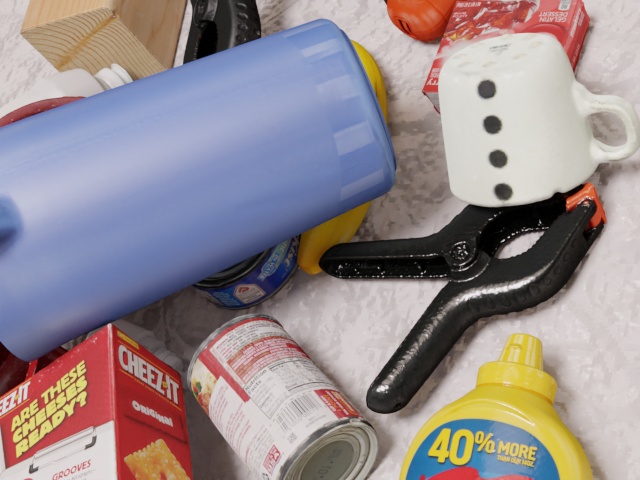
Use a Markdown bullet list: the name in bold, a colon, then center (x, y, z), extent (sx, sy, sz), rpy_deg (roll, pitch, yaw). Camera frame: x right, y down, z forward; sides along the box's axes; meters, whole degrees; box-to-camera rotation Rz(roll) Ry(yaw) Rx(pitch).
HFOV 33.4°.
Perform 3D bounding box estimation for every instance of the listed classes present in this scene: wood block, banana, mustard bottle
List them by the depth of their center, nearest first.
- **mustard bottle**: center (0.082, 0.136, 0.523), extent (0.096, 0.058, 0.191), rpy_deg (1, 62, 33)
- **banana**: center (0.014, -0.070, 0.712), extent (0.070, 0.037, 0.198), rpy_deg (-27, 49, 33)
- **wood block**: center (-0.167, -0.237, 0.893), extent (0.091, 0.090, 0.206), rpy_deg (-8, 58, 27)

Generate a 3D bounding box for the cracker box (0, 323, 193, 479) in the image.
- **cracker box**: center (-0.144, 0.175, 0.562), extent (0.164, 0.072, 0.214), rpy_deg (-33, 41, 17)

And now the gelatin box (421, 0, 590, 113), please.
- **gelatin box**: center (0.118, -0.116, 0.676), extent (0.089, 0.030, 0.073), rpy_deg (8, 66, 36)

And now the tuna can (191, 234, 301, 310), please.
- **tuna can**: center (-0.055, 0.001, 0.710), extent (0.086, 0.033, 0.086), rpy_deg (-16, 55, 23)

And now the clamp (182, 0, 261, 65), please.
- **clamp**: center (-0.068, -0.177, 0.790), extent (0.165, 0.036, 0.210), rpy_deg (-32, 54, 53)

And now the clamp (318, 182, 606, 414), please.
- **clamp**: center (0.083, 0.026, 0.604), extent (0.172, 0.039, 0.120), rpy_deg (-23, 55, 18)

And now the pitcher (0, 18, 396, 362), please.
- **pitcher**: center (-0.085, -0.034, 0.624), extent (0.243, 0.145, 0.149), rpy_deg (-22, 37, -1)

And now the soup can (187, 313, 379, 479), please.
- **soup can**: center (-0.022, 0.097, 0.606), extent (0.068, 0.068, 0.102), rpy_deg (-46, 49, -1)
